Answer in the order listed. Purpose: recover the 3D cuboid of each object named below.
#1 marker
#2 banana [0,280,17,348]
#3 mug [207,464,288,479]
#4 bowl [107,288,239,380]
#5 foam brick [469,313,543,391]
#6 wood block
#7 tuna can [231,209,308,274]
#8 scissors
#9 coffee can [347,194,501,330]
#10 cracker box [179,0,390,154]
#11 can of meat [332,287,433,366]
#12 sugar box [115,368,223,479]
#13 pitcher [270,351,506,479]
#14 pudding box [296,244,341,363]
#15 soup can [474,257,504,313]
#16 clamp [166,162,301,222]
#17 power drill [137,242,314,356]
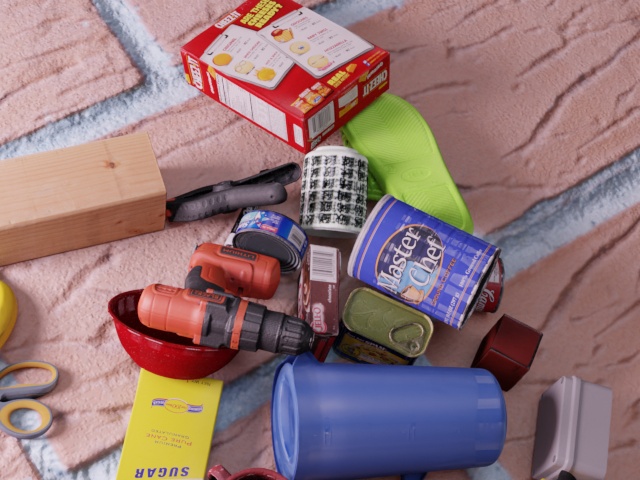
[{"bbox_3d":[-0.086,-0.039,1.305,0.020,0.020,0.121,22,60,2],"label":"marker"},{"bbox_3d":[-0.381,0.113,1.152,0.070,0.037,0.197,9,47,20],"label":"banana"},{"bbox_3d":[-0.077,0.281,1.098,0.093,0.082,0.117,-38,75,-26],"label":"mug"},{"bbox_3d":[-0.156,0.108,1.165,0.162,0.055,0.162,12,16,-4],"label":"bowl"},{"bbox_3d":[0.214,0.131,1.237,0.053,0.078,0.051,27,60,2],"label":"foam brick"},{"bbox_3d":[-0.290,-0.048,1.232,0.205,0.090,0.091,-13,64,-17],"label":"wood block"},{"bbox_3d":[-0.058,0.002,1.251,0.086,0.086,0.033,21,59,1],"label":"tuna can"},{"bbox_3d":[-0.373,0.183,1.132,0.201,0.016,0.096,-16,64,-19],"label":"scissors"},{"bbox_3d":[0.115,0.024,1.187,0.140,0.103,0.102,27,60,13],"label":"coffee can"},{"bbox_3d":[-0.044,-0.217,1.352,0.214,0.072,0.164,33,59,27],"label":"cracker box"},{"bbox_3d":[0.068,0.109,1.217,0.102,0.084,0.057,24,60,3],"label":"can of meat"},{"bbox_3d":[-0.164,0.227,1.132,0.093,0.048,0.176,11,59,-5],"label":"sugar box"},{"bbox_3d":[0.071,0.204,1.152,0.242,0.149,0.145,1,47,-14],"label":"pitcher"},{"bbox_3d":[-0.004,0.075,1.219,0.039,0.090,0.113,8,60,-8],"label":"pudding box"},{"bbox_3d":[0.162,0.048,1.277,0.102,0.068,0.068,7,61,-6],"label":"soup can"},{"bbox_3d":[-0.105,-0.051,1.254,0.171,0.120,0.039,-18,99,4],"label":"clamp"},{"bbox_3d":[-0.091,0.063,1.162,0.184,0.057,0.187,14,16,1],"label":"power drill"}]
